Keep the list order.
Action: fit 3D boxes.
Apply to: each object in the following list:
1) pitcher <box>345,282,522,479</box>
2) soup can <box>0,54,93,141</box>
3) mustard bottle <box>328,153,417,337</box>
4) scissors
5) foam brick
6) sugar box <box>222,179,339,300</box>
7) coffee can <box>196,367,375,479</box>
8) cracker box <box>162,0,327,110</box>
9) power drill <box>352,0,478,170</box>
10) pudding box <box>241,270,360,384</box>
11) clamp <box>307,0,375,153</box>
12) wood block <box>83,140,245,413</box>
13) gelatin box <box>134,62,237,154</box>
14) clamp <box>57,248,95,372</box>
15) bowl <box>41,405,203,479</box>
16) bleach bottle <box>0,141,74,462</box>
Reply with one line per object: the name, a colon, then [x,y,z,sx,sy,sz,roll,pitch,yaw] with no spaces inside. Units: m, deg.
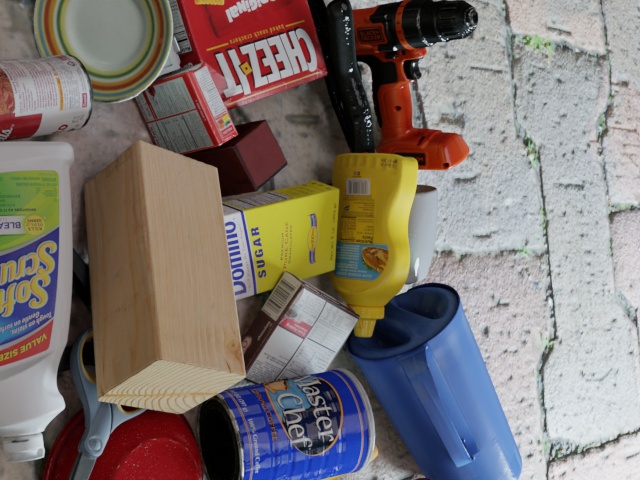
pitcher: [0.134,0.182,1.173,0.149,0.145,0.243,-45,118,-35]
soup can: [-0.250,-0.119,0.887,0.102,0.069,0.068,-16,96,-44]
mustard bottle: [0.051,0.006,1.122,0.058,0.096,0.191,4,90,-49]
scissors: [-0.196,0.149,0.872,0.096,0.016,0.201,49,46,-14]
foam brick: [-0.082,-0.078,1.035,0.051,0.078,0.053,-45,118,-37]
sugar box: [-0.057,0.002,1.057,0.175,0.048,0.093,-18,117,-45]
coffee can: [-0.034,0.182,1.012,0.140,0.103,0.103,-6,90,-28]
cracker box: [-0.093,-0.241,1.047,0.163,0.072,0.214,-27,105,-42]
power drill: [0.106,-0.171,1.165,0.057,0.185,0.187,-35,119,-40]
pudding box: [-0.026,0.100,1.069,0.089,0.039,0.113,32,93,-38]
clamp: [0.019,-0.185,1.138,0.036,0.165,0.210,-20,125,-6]
wood block: [-0.137,0.031,0.912,0.090,0.090,0.206,18,50,-42]
gelatin box: [-0.127,-0.119,0.989,0.030,0.089,0.073,-37,111,-41]
clamp: [-0.186,0.072,0.946,0.171,0.039,0.120,16,82,-40]
bowl: [-0.159,0.214,0.933,0.161,0.055,0.162,-2,93,-41]
bleach bottle: [-0.240,0.049,0.859,0.102,0.068,0.251,-4,83,-27]
